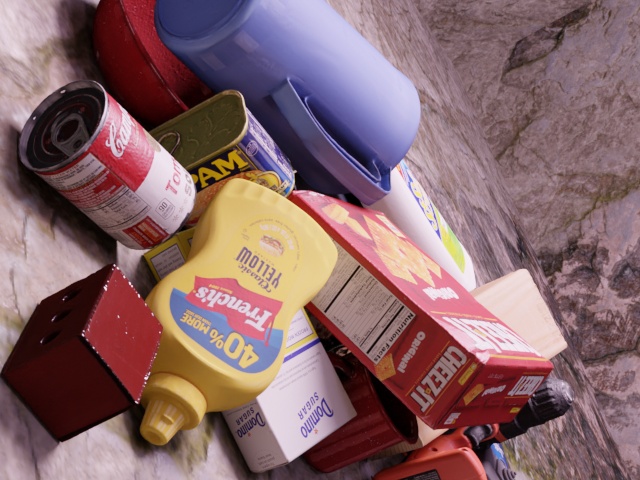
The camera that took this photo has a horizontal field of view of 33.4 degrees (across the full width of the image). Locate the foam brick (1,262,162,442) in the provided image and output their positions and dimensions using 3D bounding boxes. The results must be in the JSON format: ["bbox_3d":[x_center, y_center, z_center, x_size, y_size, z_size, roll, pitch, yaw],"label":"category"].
[{"bbox_3d":[-0.125,0.058,0.575,0.051,0.053,0.078,56,16,-22],"label":"foam brick"}]

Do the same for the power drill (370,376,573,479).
[{"bbox_3d":[0.138,0.192,0.994,0.057,0.185,0.187,64,25,-1],"label":"power drill"}]

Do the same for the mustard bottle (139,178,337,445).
[{"bbox_3d":[-0.064,0.051,0.690,0.096,0.058,0.191,37,50,-10],"label":"mustard bottle"}]

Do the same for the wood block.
[{"bbox_3d":[0.121,0.114,1.003,0.205,0.091,0.090,-26,87,-35],"label":"wood block"}]

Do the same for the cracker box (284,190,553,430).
[{"bbox_3d":[0.068,0.053,0.858,0.214,0.072,0.164,42,15,27],"label":"cracker box"}]

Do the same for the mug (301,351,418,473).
[{"bbox_3d":[0.016,0.130,0.857,0.117,0.082,0.093,49,21,-42],"label":"mug"}]

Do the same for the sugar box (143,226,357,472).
[{"bbox_3d":[-0.049,0.070,0.774,0.093,0.048,0.176,-22,87,-52],"label":"sugar box"}]

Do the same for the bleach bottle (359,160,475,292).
[{"bbox_3d":[0.074,-0.043,1.097,0.250,0.068,0.102,56,19,-25],"label":"bleach bottle"}]

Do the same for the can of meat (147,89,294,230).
[{"bbox_3d":[-0.081,-0.054,0.818,0.083,0.102,0.057,49,20,-47],"label":"can of meat"}]

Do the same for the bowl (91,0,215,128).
[{"bbox_3d":[-0.137,-0.146,0.873,0.162,0.055,0.162,55,17,-27],"label":"bowl"}]

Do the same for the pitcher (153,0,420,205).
[{"bbox_3d":[-0.022,-0.137,0.886,0.242,0.149,0.145,36,73,-51],"label":"pitcher"}]

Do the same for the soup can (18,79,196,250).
[{"bbox_3d":[-0.135,-0.046,0.690,0.102,0.068,0.068,47,22,-46],"label":"soup can"}]
